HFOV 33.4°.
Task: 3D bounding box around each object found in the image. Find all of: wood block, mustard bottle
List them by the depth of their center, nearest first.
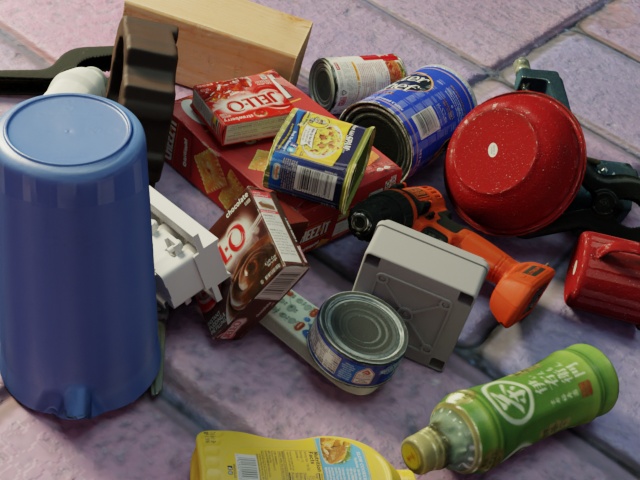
[{"bbox_3d":[-0.002,0.195,0.821,0.191,0.058,0.096,4,39,-15],"label":"mustard bottle"},{"bbox_3d":[-0.125,-0.233,1.260,0.206,0.090,0.090,18,39,1],"label":"wood block"}]

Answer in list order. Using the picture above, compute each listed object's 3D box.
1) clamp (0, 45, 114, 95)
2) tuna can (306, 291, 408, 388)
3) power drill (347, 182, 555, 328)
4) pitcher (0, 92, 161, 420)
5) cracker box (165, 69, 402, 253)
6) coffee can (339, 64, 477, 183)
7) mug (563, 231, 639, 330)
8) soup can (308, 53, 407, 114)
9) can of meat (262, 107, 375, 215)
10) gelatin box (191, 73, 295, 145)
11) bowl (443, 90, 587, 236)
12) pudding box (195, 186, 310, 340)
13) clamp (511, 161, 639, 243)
[{"bbox_3d":[-0.268,-0.160,1.164,0.209,0.036,0.165,-27,57,-36],"label":"clamp"},{"bbox_3d":[0.033,0.086,0.937,0.086,0.034,0.086,13,42,-12],"label":"tuna can"},{"bbox_3d":[0.130,0.009,1.057,0.188,0.057,0.184,37,23,18],"label":"power drill"},{"bbox_3d":[-0.191,0.005,0.831,0.149,0.243,0.144,31,45,25],"label":"pitcher"},{"bbox_3d":[-0.045,-0.087,1.129,0.163,0.072,0.214,-25,54,-39],"label":"cracker box"},{"bbox_3d":[0.100,-0.130,1.208,0.103,0.103,0.140,35,43,21],"label":"coffee can"},{"bbox_3d":[0.300,0.033,1.083,0.081,0.117,0.093,14,66,3],"label":"mug"},{"bbox_3d":[0.045,-0.189,1.286,0.102,0.069,0.068,-8,45,-27],"label":"soup can"},{"bbox_3d":[-0.001,-0.079,1.032,0.084,0.057,0.102,17,39,7],"label":"can of meat"},{"bbox_3d":[-0.077,-0.136,1.096,0.089,0.030,0.073,-14,47,-29],"label":"gelatin box"},{"bbox_3d":[0.193,-0.087,1.121,0.162,0.162,0.055,46,14,31],"label":"bowl"},{"bbox_3d":[-0.068,0.022,0.948,0.039,0.114,0.090,9,45,-47],"label":"pudding box"},{"bbox_3d":[0.295,-0.049,1.136,0.171,0.120,0.039,10,5,2],"label":"clamp"}]
